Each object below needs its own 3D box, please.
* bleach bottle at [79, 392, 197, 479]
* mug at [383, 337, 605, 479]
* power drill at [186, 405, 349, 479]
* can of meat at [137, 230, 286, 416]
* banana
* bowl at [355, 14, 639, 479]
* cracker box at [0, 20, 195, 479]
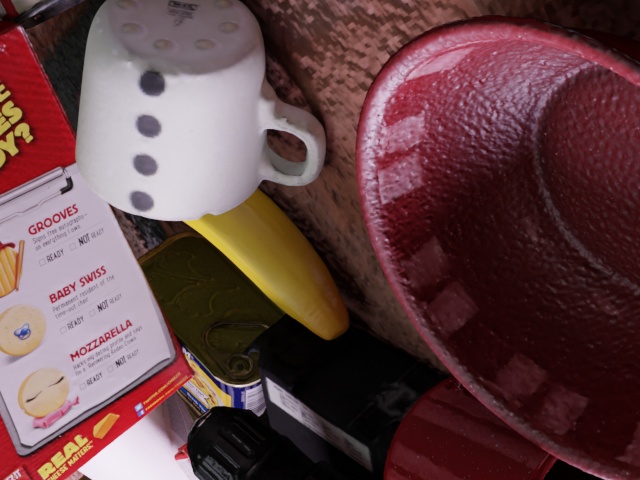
[{"bbox_3d":[-0.103,0.144,0.710,0.250,0.068,0.103,59,-176,-48],"label":"bleach bottle"},{"bbox_3d":[0.077,0.090,0.419,0.082,0.093,0.117,17,121,54],"label":"mug"},{"bbox_3d":[-0.008,0.177,0.534,0.184,0.057,0.188,42,146,9],"label":"power drill"},{"bbox_3d":[-0.060,0.058,0.613,0.102,0.057,0.084,41,152,22],"label":"can of meat"},{"bbox_3d":[-0.060,-0.014,0.553,0.198,0.037,0.069,26,144,38],"label":"banana"},{"bbox_3d":[0.086,-0.003,0.328,0.162,0.055,0.162,36,145,29],"label":"bowl"},{"bbox_3d":[-0.174,0.026,0.503,0.072,0.164,0.213,22,142,47],"label":"cracker box"}]
